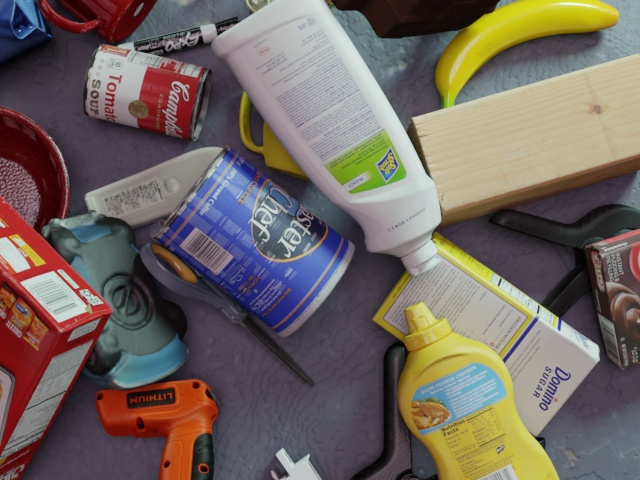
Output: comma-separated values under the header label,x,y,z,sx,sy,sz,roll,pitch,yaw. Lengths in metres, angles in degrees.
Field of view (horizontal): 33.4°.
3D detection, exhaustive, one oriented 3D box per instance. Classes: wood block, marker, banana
label,x,y,z,sx,sy,sz,roll,pitch,yaw
wood block,0.188,-0.085,0.950,0.206,0.090,0.091,-16,81,-3
marker,-0.128,-0.187,0.995,0.121,0.020,0.020,-14,82,-3
banana,0.180,-0.186,0.993,0.197,0.037,0.069,-30,98,-4

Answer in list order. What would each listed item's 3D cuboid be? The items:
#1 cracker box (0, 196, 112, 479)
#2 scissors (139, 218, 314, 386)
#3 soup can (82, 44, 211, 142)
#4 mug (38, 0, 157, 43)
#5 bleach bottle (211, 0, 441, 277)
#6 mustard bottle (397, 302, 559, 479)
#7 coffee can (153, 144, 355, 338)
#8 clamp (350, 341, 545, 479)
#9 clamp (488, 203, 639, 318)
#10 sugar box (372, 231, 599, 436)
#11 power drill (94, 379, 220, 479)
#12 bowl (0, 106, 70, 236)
label,x,y,z,sx,sy,sz,roll,pitch,yaw
cracker box,-0.278,0.085,0.864,0.164,0.072,0.214,41,119,16
scissors,-0.086,0.060,0.929,0.016,0.096,0.202,-44,82,18
soup can,-0.155,-0.133,0.961,0.102,0.068,0.068,13,82,0
mug,-0.201,-0.226,0.958,0.081,0.093,0.117,39,51,0
bleach bottle,0.017,-0.079,0.881,0.102,0.068,0.251,-30,96,7
mustard bottle,0.118,0.141,0.891,0.096,0.058,0.191,-25,90,4
coffee can,-0.056,0.001,0.913,0.140,0.103,0.103,38,83,-8
clamp,0.090,0.216,0.931,0.164,0.036,0.210,27,81,0
clamp,0.235,0.005,0.959,0.171,0.039,0.120,-24,102,-7
sugar box,0.144,0.081,0.933,0.176,0.048,0.093,36,109,2
power drill,-0.149,0.215,0.885,0.184,0.057,0.187,-6,59,-2
bowl,-0.299,-0.037,0.951,0.162,0.055,0.162,0,82,-1
